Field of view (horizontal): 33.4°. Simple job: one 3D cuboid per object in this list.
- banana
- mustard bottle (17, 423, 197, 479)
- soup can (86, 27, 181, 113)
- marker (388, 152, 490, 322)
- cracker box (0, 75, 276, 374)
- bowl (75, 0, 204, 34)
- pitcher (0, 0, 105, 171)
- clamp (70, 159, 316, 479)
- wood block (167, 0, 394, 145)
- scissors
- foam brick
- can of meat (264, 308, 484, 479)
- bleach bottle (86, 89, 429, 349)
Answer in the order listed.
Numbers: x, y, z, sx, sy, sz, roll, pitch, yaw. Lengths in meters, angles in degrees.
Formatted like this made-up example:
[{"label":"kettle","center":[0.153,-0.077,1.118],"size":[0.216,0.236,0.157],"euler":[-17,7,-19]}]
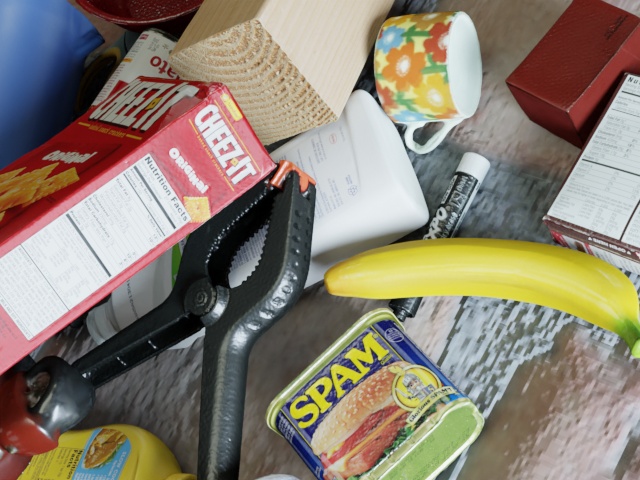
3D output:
[{"label":"banana","center":[0.102,0.023,0.632],"size":[0.198,0.037,0.069],"euler":[8,25,26]},{"label":"mustard bottle","center":[-0.147,0.167,0.695],"size":[0.192,0.058,0.096],"euler":[-2,56,29]},{"label":"soup can","center":[-0.138,-0.107,0.839],"size":[0.069,0.068,0.102],"euler":[24,77,37]},{"label":"marker","center":[0.076,-0.002,0.689],"size":[0.020,0.020,0.121],"euler":[18,74,35]},{"label":"cracker box","center":[-0.158,-0.022,0.681],"size":[0.213,0.072,0.164],"euler":[-39,25,-16]},{"label":"bowl","center":[-0.127,-0.226,0.895],"size":[0.162,0.055,0.162],"euler":[-6,59,10]},{"label":"pitcher","center":[-0.278,-0.079,0.857],"size":[0.149,0.144,0.243],"euler":[-19,58,53]},{"label":"clamp","center":[-0.060,0.050,0.660],"size":[0.165,0.036,0.210],"euler":[37,92,39]},{"label":"wood block","center":[-0.011,-0.174,0.749],"size":[0.090,0.090,0.206],"euler":[-14,41,41]},{"label":"scissors","center":[-0.143,-0.183,0.919],"size":[0.096,0.016,0.201],"euler":[23,76,35]},{"label":"foam brick","center":[0.167,-0.107,0.677],"size":[0.078,0.051,0.053],"euler":[-49,52,-3]},{"label":"can of meat","center":[0.032,0.105,0.628],"size":[0.102,0.057,0.084],"euler":[-42,53,-2]},{"label":"bleach bottle","center":[-0.055,0.001,0.736],"size":[0.251,0.068,0.102],"euler":[-28,53,16]}]
